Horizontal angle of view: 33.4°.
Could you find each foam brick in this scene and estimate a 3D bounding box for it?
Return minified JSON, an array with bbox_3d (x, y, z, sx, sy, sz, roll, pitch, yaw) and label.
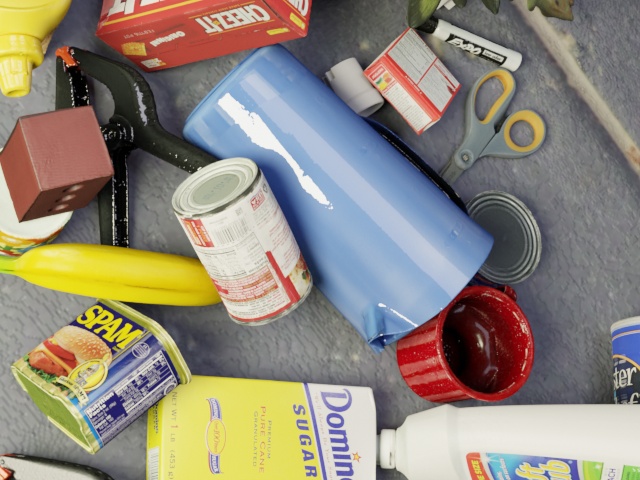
[{"bbox_3d":[-0.180,-0.051,0.722,0.052,0.078,0.051,-15,82,-29],"label":"foam brick"}]

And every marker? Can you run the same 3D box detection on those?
[{"bbox_3d":[0.135,-0.189,1.003,0.121,0.020,0.020,19,69,-20],"label":"marker"}]

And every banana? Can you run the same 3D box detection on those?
[{"bbox_3d":[-0.131,0.023,0.772,0.197,0.070,0.037,9,97,-34],"label":"banana"}]

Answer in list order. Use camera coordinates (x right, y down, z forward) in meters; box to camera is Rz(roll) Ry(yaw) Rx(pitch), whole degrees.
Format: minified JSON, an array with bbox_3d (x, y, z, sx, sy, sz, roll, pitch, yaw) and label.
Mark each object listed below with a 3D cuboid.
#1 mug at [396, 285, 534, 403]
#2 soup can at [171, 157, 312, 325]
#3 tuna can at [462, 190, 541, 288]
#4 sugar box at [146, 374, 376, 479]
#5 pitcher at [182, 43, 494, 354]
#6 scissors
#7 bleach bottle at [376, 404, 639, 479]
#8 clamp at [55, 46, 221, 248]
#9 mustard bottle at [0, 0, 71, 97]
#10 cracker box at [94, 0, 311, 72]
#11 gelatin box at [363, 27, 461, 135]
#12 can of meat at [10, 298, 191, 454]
[{"bbox_3d":[0.122,0.082,0.887,0.093,0.082,0.117,42,63,-10],"label":"mug"},{"bbox_3d":[-0.055,0.001,0.759,0.068,0.069,0.102,-44,127,-28],"label":"soup can"},{"bbox_3d":[0.152,0.001,0.952,0.086,0.034,0.086,7,73,-24],"label":"tuna can"},{"bbox_3d":[-0.042,0.153,0.811,0.176,0.048,0.093,6,74,-23],"label":"sugar box"},{"bbox_3d":[0.015,-0.042,0.853,0.145,0.149,0.243,-45,95,0],"label":"pitcher"},{"bbox_3d":[0.148,-0.070,0.979,0.096,0.016,0.201,32,65,-15],"label":"scissors"},{"bbox_3d":[0.166,0.174,0.850,0.251,0.102,0.068,0,43,7],"label":"bleach bottle"},{"bbox_3d":[-0.139,-0.078,0.803,0.120,0.039,0.171,-24,87,9],"label":"clamp"},{"bbox_3d":[-0.215,-0.188,0.710,0.096,0.058,0.191,-5,78,-32],"label":"mustard bottle"},{"bbox_3d":[-0.080,-0.252,0.831,0.072,0.164,0.213,31,61,-49],"label":"cracker box"},{"bbox_3d":[0.082,-0.142,0.941,0.073,0.030,0.089,47,33,-8],"label":"gelatin box"},{"bbox_3d":[-0.154,0.092,0.744,0.083,0.102,0.057,-39,126,-26],"label":"can of meat"}]
